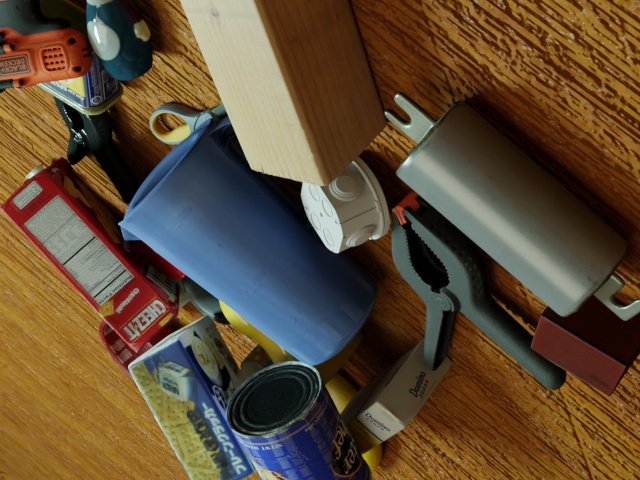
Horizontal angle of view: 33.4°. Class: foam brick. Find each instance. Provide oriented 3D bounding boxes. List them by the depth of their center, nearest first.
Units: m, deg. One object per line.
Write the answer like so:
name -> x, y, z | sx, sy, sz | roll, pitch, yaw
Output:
foam brick -> 0.219, 0.077, 0.866 | 0.078, 0.051, 0.053 | 32, 149, 19

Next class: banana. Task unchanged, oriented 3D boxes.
banana -> 0.039, 0.218, 1.274 | 0.070, 0.037, 0.197 | 30, 151, 55

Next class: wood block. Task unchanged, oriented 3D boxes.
wood block -> -0.032, -0.155, 0.834 | 0.091, 0.090, 0.206 | 16, 141, 39

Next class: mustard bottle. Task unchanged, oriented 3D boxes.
mustard bottle -> -0.049, 0.066, 1.124 | 0.191, 0.096, 0.058 | 46, 150, -5

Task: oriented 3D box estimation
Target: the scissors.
scissors -> -0.098, -0.104, 1.048 | 0.202, 0.016, 0.096 | 3, 133, 48

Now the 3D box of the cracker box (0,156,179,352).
cracker box -> -0.250, 0.010, 1.200 | 0.213, 0.072, 0.164 | 48, -179, -11

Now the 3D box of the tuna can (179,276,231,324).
tuna can -> -0.124, 0.057, 1.262 | 0.086, 0.033, 0.086 | 30, 147, 21

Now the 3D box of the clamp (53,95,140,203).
clamp -> -0.250, -0.115, 1.190 | 0.120, 0.039, 0.171 | 31, 152, 19

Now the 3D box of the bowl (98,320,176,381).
bowl -> -0.232, 0.154, 1.489 | 0.162, 0.055, 0.162 | 30, 147, 21

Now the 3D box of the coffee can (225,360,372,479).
coffee can -> -0.020, 0.206, 1.072 | 0.103, 0.102, 0.140 | 9, 135, 44

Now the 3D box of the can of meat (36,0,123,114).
can of meat -> -0.252, -0.190, 1.082 | 0.102, 0.057, 0.084 | 31, 146, 18

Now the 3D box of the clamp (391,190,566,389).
clamp -> 0.127, 0.049, 0.952 | 0.165, 0.036, 0.210 | 8, 133, 46

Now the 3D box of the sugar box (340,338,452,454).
sugar box -> 0.067, 0.173, 1.124 | 0.048, 0.093, 0.176 | 42, 150, -1

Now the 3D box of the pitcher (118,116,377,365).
pitcher -> -0.057, 0.001, 1.021 | 0.242, 0.145, 0.149 | 41, 159, -13

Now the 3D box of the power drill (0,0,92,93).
power drill -> -0.317, -0.231, 1.000 | 0.184, 0.057, 0.187 | -6, 110, 13
